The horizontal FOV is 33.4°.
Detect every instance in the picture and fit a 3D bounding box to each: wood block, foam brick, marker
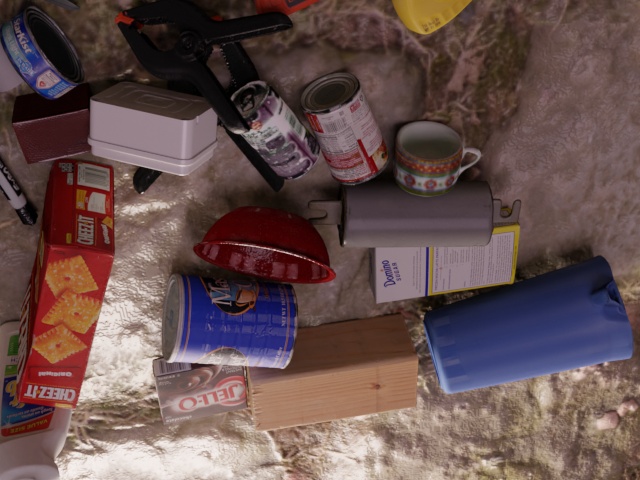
[{"bbox_3d":[0.011,0.166,1.341,0.206,0.090,0.091,-7,127,-8],"label":"wood block"},{"bbox_3d":[-0.266,-0.118,1.080,0.078,0.051,0.053,-11,130,-4],"label":"foam brick"},{"bbox_3d":[-0.333,-0.062,1.128,0.020,0.020,0.121,-21,129,3],"label":"marker"}]

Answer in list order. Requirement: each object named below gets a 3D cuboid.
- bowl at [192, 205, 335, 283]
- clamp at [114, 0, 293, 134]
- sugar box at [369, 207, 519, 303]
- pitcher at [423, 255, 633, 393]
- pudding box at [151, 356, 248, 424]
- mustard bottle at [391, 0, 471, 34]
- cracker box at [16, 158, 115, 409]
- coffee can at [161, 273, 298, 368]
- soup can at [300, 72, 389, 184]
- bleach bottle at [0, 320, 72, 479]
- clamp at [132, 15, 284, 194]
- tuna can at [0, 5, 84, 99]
[{"bbox_3d":[-0.058,0.001,1.190,0.162,0.055,0.162,10,166,2],"label":"bowl"},{"bbox_3d":[-0.112,-0.191,1.020,0.171,0.039,0.120,32,89,10],"label":"clamp"},{"bbox_3d":[0.148,0.018,1.288,0.176,0.048,0.093,-6,127,-5],"label":"sugar box"},{"bbox_3d":[0.258,0.116,1.348,0.243,0.145,0.149,-15,117,3],"label":"pitcher"},{"bbox_3d":[-0.151,0.181,1.346,0.113,0.039,0.090,-9,129,-7],"label":"pudding box"},{"bbox_3d":[0.080,-0.296,1.016,0.096,0.058,0.191,-43,126,-5],"label":"mustard bottle"},{"bbox_3d":[-0.272,0.045,1.132,0.072,0.164,0.214,10,124,-18],"label":"cracker box"},{"bbox_3d":[-0.108,0.095,1.249,0.140,0.103,0.103,6,125,-18],"label":"coffee can"},{"bbox_3d":[0.026,-0.119,1.138,0.068,0.068,0.102,-23,128,5],"label":"soup can"},{"bbox_3d":[-0.315,0.194,1.181,0.102,0.251,0.068,3,126,-16],"label":"bleach bottle"},{"bbox_3d":[-0.103,-0.132,1.117,0.164,0.036,0.210,4,126,-16],"label":"clamp"},{"bbox_3d":[-0.264,-0.177,1.013,0.034,0.086,0.086,-30,128,12],"label":"tuna can"}]
